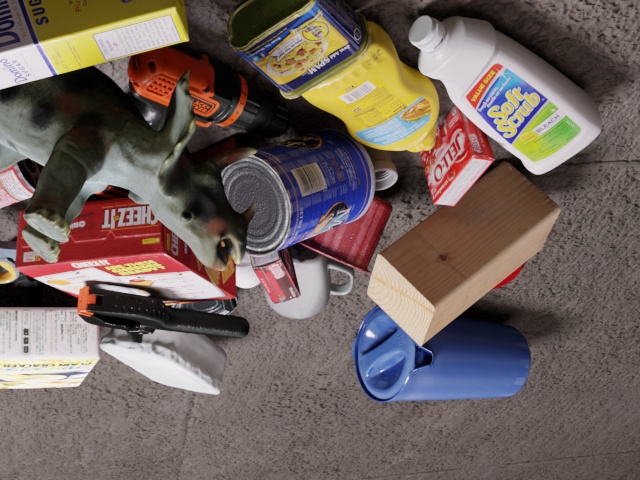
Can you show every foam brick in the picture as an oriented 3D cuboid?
[{"bbox_3d":[-0.108,-0.065,1.124,0.078,0.051,0.053,-22,147,17],"label":"foam brick"}]

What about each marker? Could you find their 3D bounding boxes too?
[{"bbox_3d":[-0.121,0.038,1.275,0.020,0.020,0.121,-12,128,1],"label":"marker"}]

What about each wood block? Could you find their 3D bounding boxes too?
[{"bbox_3d":[0.162,0.012,1.205,0.205,0.091,0.090,-35,157,-25],"label":"wood block"}]

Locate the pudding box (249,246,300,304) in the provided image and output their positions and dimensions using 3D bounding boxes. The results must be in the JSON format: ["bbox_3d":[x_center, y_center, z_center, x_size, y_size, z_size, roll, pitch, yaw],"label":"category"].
[{"bbox_3d":[-0.058,0.002,1.186,0.039,0.113,0.090,-18,149,3],"label":"pudding box"}]

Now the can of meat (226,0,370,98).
[{"bbox_3d":[-0.021,-0.186,0.956,0.102,0.057,0.083,-28,142,24],"label":"can of meat"}]

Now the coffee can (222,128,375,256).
[{"bbox_3d":[-0.026,-0.051,1.072,0.140,0.103,0.103,-22,165,-49],"label":"coffee can"}]

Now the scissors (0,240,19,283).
[{"bbox_3d":[-0.327,0.001,1.096,0.096,0.016,0.202,-14,160,-11],"label":"scissors"}]

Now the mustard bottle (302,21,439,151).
[{"bbox_3d":[0.063,-0.137,1.057,0.096,0.058,0.191,-28,144,22],"label":"mustard bottle"}]

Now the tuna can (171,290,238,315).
[{"bbox_3d":[-0.147,0.069,1.340,0.086,0.034,0.086,-8,148,-5],"label":"tuna can"}]

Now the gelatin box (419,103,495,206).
[{"bbox_3d":[0.144,-0.091,1.142,0.030,0.073,0.089,5,145,-25],"label":"gelatin box"}]

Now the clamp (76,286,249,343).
[{"bbox_3d":[-0.203,0.087,1.187,0.165,0.036,0.209,-9,162,34],"label":"clamp"}]

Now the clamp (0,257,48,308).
[{"bbox_3d":[-0.350,0.038,1.223,0.120,0.039,0.172,7,141,-39],"label":"clamp"}]

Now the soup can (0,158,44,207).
[{"bbox_3d":[-0.325,-0.062,1.043,0.102,0.068,0.068,-19,148,12],"label":"soup can"}]

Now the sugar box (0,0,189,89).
[{"bbox_3d":[-0.200,-0.185,0.864,0.176,0.093,0.048,-13,146,2],"label":"sugar box"}]

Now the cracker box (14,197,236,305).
[{"bbox_3d":[-0.200,0.017,1.145,0.164,0.072,0.213,-6,163,13],"label":"cracker box"}]

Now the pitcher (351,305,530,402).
[{"bbox_3d":[0.172,0.165,1.524,0.242,0.149,0.145,8,128,-34],"label":"pitcher"}]

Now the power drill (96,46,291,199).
[{"bbox_3d":[-0.145,-0.106,1.045,0.184,0.057,0.188,21,134,-41],"label":"power drill"}]

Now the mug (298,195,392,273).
[{"bbox_3d":[0.027,-0.020,1.198,0.093,0.081,0.117,23,-179,-12],"label":"mug"}]

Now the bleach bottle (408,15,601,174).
[{"bbox_3d":[0.174,-0.152,1.068,0.250,0.068,0.103,24,134,-40],"label":"bleach bottle"}]
